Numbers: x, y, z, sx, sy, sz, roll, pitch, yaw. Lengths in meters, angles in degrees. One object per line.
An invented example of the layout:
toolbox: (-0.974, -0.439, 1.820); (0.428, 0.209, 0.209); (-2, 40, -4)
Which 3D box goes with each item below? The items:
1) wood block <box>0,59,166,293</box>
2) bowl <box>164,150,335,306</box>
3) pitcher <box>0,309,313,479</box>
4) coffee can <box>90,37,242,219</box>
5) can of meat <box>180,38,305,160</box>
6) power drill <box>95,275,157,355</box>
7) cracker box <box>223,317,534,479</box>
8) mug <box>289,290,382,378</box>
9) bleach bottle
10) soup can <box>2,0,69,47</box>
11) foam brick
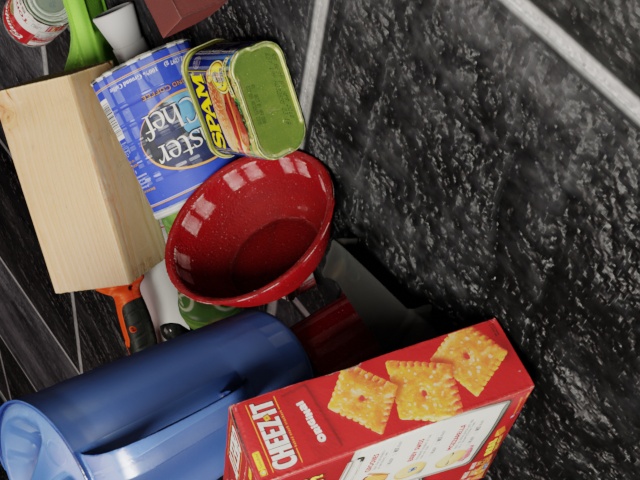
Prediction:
wood block: (-0.233, -0.062, 1.053); (0.091, 0.090, 0.206); (-8, 106, 23)
bowl: (-0.051, 0.000, 0.912); (0.162, 0.162, 0.055); (34, 166, 44)
pitcher: (-0.115, 0.141, 0.837); (0.149, 0.242, 0.145); (33, 129, 32)
coffee can: (-0.138, -0.104, 0.999); (0.103, 0.102, 0.140); (-11, 106, 63)
can of meat: (-0.063, -0.119, 0.902); (0.084, 0.057, 0.102); (13, 127, 55)
power drill: (-0.230, 0.112, 1.291); (0.185, 0.057, 0.187); (1, 113, 58)
cracker box: (0.036, 0.152, 0.806); (0.164, 0.213, 0.072); (100, 150, -54)
mug: (0.017, 0.109, 0.952); (0.093, 0.081, 0.117); (35, 144, 43)
bleach bottle: (-0.220, 0.022, 1.326); (0.103, 0.068, 0.251); (-1, 112, 61)
soup can: (-0.314, -0.262, 1.205); (0.102, 0.068, 0.068); (-7, 109, 62)
foam brick: (-0.123, -0.224, 0.911); (0.078, 0.051, 0.053); (64, 154, -6)
